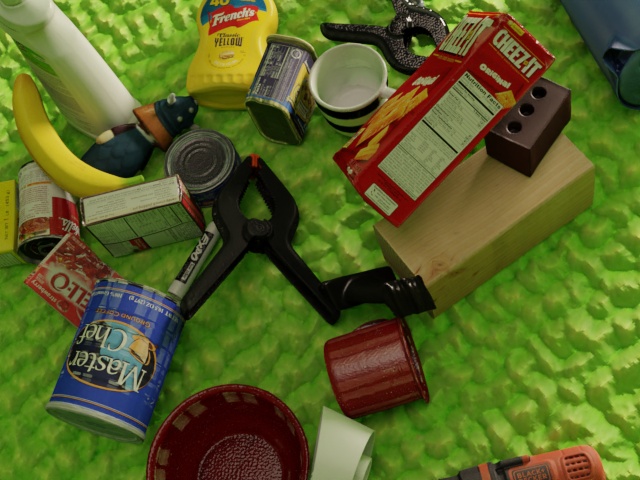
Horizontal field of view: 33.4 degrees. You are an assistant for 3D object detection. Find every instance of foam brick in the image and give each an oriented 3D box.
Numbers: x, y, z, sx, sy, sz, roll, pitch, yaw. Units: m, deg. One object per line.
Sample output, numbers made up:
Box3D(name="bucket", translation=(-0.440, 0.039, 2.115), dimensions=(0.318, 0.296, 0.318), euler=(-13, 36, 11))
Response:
Box3D(name="foam brick", translation=(0.201, -0.113, 1.033), dimensions=(0.053, 0.051, 0.078), euler=(30, 74, 24))

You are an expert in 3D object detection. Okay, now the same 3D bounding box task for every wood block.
Box3D(name="wood block", translation=(0.167, -0.026, 1.080), dimensions=(0.206, 0.090, 0.091), euler=(-36, 63, -5))

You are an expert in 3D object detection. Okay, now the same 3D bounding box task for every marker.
Box3D(name="marker", translation=(-0.128, 0.010, 1.165), dimensions=(0.020, 0.020, 0.121), euler=(23, 72, 21))

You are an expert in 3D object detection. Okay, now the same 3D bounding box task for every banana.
Box3D(name="banana", translation=(-0.284, -0.102, 1.175), dimensions=(0.198, 0.037, 0.069), euler=(42, 68, 11))

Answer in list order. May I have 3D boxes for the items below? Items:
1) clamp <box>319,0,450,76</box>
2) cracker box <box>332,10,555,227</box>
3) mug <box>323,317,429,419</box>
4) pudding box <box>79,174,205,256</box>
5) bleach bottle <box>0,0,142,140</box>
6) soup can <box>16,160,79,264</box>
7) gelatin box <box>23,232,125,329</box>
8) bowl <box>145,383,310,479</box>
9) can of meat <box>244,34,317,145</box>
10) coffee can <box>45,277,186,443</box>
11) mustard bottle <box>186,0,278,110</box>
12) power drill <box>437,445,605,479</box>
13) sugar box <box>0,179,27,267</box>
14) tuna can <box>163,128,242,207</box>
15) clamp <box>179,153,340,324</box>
Box3D(name="clamp", translation=(0.094, -0.252, 1.221), dimensions=(0.172, 0.039, 0.120), euler=(33, 98, 19))
Box3D(name="cracker box", translation=(0.111, -0.126, 1.044), dimensions=(0.072, 0.164, 0.214), euler=(41, 97, -13))
Box3D(name="mug", translation=(0.052, 0.118, 1.045), dimensions=(0.081, 0.093, 0.117), euler=(-18, 33, 8))
Box3D(name="pudding box", translation=(-0.191, -0.026, 1.155), dimensions=(0.113, 0.090, 0.039), euler=(-15, 64, 5))
Box3D(name="bleach bottle", translation=(-0.281, -0.201, 1.166), dimensions=(0.103, 0.250, 0.068), euler=(27, 73, 22))
Box3D(name="soup can", translation=(-0.305, -0.032, 1.195), dimensions=(0.068, 0.068, 0.102), euler=(-12, 63, 6))
Box3D(name="gelatin box", translation=(-0.259, 0.047, 1.143), dimensions=(0.089, 0.030, 0.073), euler=(45, 75, -18))
Box3D(name="bowl", translation=(-0.084, 0.224, 1.035), dimensions=(0.162, 0.055, 0.162), euler=(-5, 65, 10))
Box3D(name="can of meat", translation=(-0.039, -0.164, 1.182), dimensions=(0.057, 0.102, 0.084), euler=(14, 71, 19))
Box3D(name="coffee can", translation=(-0.205, 0.122, 1.082), dimensions=(0.103, 0.103, 0.140), euler=(11, 68, 16))
Box3D(name="mustard bottle", translation=(-0.099, -0.248, 1.258), dimensions=(0.096, 0.058, 0.191), euler=(0, 65, 11))
Box3D(name="power drill", translation=(0.181, 0.286, 0.949), dimensions=(0.184, 0.057, 0.187), euler=(-15, 63, 5))
Box3D(name="sugar box", translation=(-0.424, -0.007, 1.221), dimensions=(0.176, 0.048, 0.093), euler=(-10, 64, 6))
Box3D(name="tuna can", translation=(-0.132, -0.082, 1.200), dimensions=(0.086, 0.033, 0.086), euler=(-5, 65, 10))
Box3D(name="clamp", translation=(-0.057, 0.001, 1.133), dimensions=(0.164, 0.036, 0.210), euler=(9, 56, -10))
